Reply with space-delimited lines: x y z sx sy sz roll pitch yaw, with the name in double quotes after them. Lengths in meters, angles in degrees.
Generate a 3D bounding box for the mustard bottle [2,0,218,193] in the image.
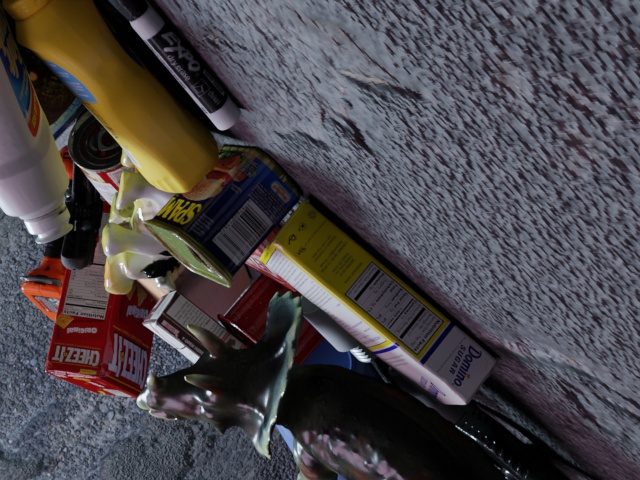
-0.151 -0.118 0.733 0.191 0.058 0.096 50 175 -35 "mustard bottle"

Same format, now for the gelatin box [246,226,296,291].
-0.056 0.001 0.925 0.089 0.030 0.073 27 162 49 "gelatin box"

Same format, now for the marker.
-0.091 -0.115 0.652 0.121 0.020 0.020 49 165 -34 "marker"

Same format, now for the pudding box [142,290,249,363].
-0.117 0.089 0.996 0.090 0.039 0.114 38 168 -8 "pudding box"

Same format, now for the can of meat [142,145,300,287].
-0.070 -0.020 0.767 0.057 0.084 0.102 46 167 -23 "can of meat"

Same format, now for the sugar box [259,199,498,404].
0.039 0.048 0.771 0.176 0.048 0.093 37 169 -1 "sugar box"

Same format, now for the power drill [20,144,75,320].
-0.286 0.001 1.276 0.057 0.187 0.184 5 156 13 "power drill"

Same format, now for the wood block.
-0.144 0.021 1.119 0.090 0.090 0.206 38 168 15 "wood block"

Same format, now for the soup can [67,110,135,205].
-0.173 -0.067 0.954 0.069 0.068 0.102 35 167 27 "soup can"

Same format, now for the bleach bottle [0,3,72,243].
-0.230 -0.117 0.718 0.102 0.068 0.251 -111 1 -68 "bleach bottle"

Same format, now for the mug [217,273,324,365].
-0.036 0.069 0.981 0.093 0.081 0.117 43 167 -11 "mug"

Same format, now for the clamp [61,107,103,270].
-0.234 -0.020 1.050 0.036 0.164 0.210 6 155 -10 "clamp"

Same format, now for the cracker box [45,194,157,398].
-0.234 0.063 1.224 0.072 0.213 0.164 6 165 10 "cracker box"

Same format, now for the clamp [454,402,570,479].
0.176 0.197 0.888 0.172 0.039 0.120 40 165 35 "clamp"
